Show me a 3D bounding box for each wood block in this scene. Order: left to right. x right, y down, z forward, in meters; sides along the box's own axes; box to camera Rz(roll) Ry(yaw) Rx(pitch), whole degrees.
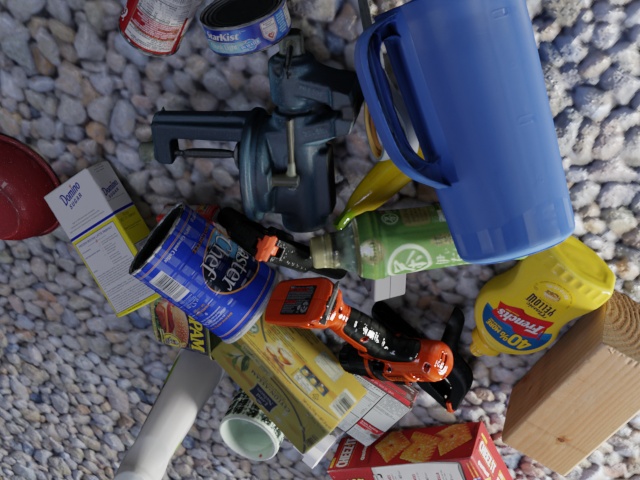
[{"bbox_3d":[0.296,0.161,1.187,0.091,0.090,0.206,29,133,-3],"label":"wood block"}]

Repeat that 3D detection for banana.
[{"bbox_3d":[0.084,-0.071,1.095,0.037,0.069,0.198,33,140,-14],"label":"banana"}]

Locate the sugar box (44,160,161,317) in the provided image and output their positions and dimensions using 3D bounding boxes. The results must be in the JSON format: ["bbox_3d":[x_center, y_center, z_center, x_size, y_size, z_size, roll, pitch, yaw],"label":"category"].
[{"bbox_3d":[-0.251,-0.001,1.290,0.094,0.048,0.176,-26,94,37],"label":"sugar box"}]

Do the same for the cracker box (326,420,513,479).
[{"bbox_3d":[0.142,0.324,1.403,0.214,0.072,0.164,-13,121,32],"label":"cracker box"}]

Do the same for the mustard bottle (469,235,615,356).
[{"bbox_3d":[0.224,0.073,1.166,0.096,0.058,0.192,35,133,-6],"label":"mustard bottle"}]

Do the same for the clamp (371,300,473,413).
[{"bbox_3d":[0.142,0.136,1.263,0.120,0.039,0.171,-1,131,47],"label":"clamp"}]

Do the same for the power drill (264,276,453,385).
[{"bbox_3d":[0.032,0.106,1.205,0.187,0.057,0.185,30,158,-29],"label":"power drill"}]

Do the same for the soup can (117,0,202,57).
[{"bbox_3d":[-0.153,-0.242,1.062,0.068,0.068,0.102,33,132,-5],"label":"soup can"}]

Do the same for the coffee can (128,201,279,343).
[{"bbox_3d":[-0.133,0.037,1.221,0.140,0.102,0.103,37,133,-16],"label":"coffee can"}]

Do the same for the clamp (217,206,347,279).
[{"bbox_3d":[-0.058,0.001,1.164,0.164,0.210,0.036,24,93,9],"label":"clamp"}]

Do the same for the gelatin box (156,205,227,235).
[{"bbox_3d":[-0.149,0.000,1.287,0.073,0.030,0.089,1,127,21],"label":"gelatin box"}]

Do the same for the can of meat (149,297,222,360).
[{"bbox_3d":[-0.166,0.094,1.356,0.084,0.057,0.102,14,131,16],"label":"can of meat"}]

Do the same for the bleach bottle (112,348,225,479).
[{"bbox_3d":[-0.201,0.244,1.361,0.068,0.250,0.103,28,133,-1],"label":"bleach bottle"}]

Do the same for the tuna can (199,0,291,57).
[{"bbox_3d":[-0.072,-0.213,1.038,0.086,0.086,0.034,0,129,23],"label":"tuna can"}]

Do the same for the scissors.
[{"bbox_3d":[0.062,-0.163,1.019,0.096,0.016,0.202,41,143,51],"label":"scissors"}]

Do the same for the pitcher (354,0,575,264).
[{"bbox_3d":[0.134,-0.104,0.942,0.149,0.145,0.243,-15,96,17],"label":"pitcher"}]

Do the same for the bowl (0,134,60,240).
[{"bbox_3d":[-0.404,-0.054,1.336,0.162,0.055,0.162,12,131,14],"label":"bowl"}]

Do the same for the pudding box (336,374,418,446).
[{"bbox_3d":[0.057,0.205,1.363,0.090,0.039,0.114,35,131,-5],"label":"pudding box"}]
